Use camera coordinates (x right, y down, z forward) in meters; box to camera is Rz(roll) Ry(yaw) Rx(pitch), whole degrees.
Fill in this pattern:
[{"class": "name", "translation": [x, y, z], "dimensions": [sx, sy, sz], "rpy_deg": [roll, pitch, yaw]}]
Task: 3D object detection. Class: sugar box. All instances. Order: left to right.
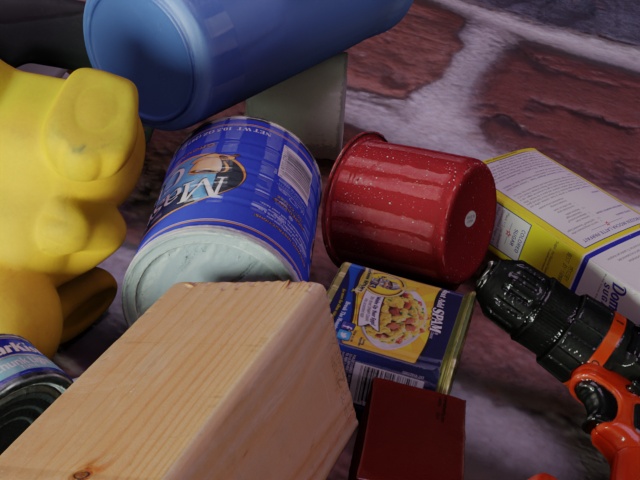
[{"class": "sugar box", "translation": [0.176, 0.003, 0.709], "dimensions": [0.093, 0.048, 0.176], "rpy_deg": [-18, 46, -40]}]

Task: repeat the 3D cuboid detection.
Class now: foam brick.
[{"class": "foam brick", "translation": [0.042, 0.118, 0.544], "dimensions": [0.053, 0.051, 0.078], "rpy_deg": [14, 33, 2]}]

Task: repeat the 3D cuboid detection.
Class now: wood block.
[{"class": "wood block", "translation": [-0.068, 0.105, 0.468], "dimensions": [0.091, 0.090, 0.205], "rpy_deg": [-1, 26, 26]}]

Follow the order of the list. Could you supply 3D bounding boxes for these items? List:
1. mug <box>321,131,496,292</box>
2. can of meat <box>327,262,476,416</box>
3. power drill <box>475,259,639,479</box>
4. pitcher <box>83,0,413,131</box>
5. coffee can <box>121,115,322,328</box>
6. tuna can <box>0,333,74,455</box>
[{"class": "mug", "translation": [0.061, -0.008, 0.683], "dimensions": [0.082, 0.117, 0.093], "rpy_deg": [13, 43, 31]}, {"class": "can of meat", "translation": [0.040, 0.062, 0.624], "dimensions": [0.084, 0.057, 0.102], "rpy_deg": [15, 32, 10]}, {"class": "power drill", "translation": [0.144, 0.103, 0.561], "dimensions": [0.184, 0.057, 0.187], "rpy_deg": [33, 38, 3]}, {"class": "pitcher", "translation": [-0.040, -0.174, 0.736], "dimensions": [0.145, 0.149, 0.242], "rpy_deg": [16, 36, 31]}, {"class": "coffee can", "translation": [-0.054, 0.001, 0.643], "dimensions": [0.103, 0.103, 0.140], "rpy_deg": [11, 33, -2]}, {"class": "tuna can", "translation": [-0.154, 0.088, 0.496], "dimensions": [0.034, 0.086, 0.085], "rpy_deg": [33, 38, 26]}]
